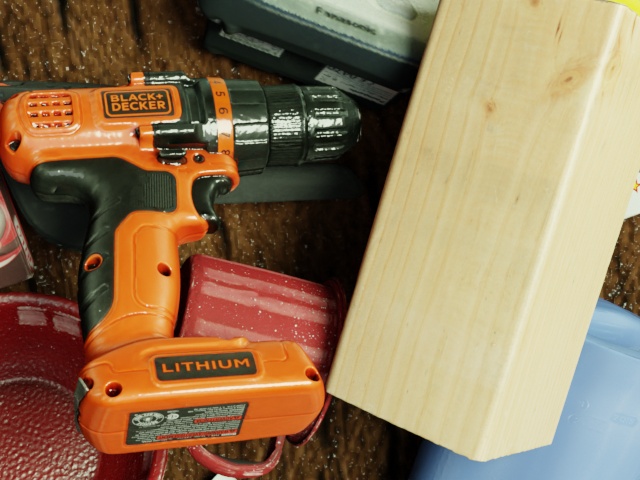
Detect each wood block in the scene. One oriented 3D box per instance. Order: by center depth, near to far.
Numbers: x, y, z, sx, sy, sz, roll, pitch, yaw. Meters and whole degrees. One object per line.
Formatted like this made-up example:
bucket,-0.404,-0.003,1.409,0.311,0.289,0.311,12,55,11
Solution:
wood block,0.087,-0.010,0.513,0.090,0.090,0.206,6,102,-55

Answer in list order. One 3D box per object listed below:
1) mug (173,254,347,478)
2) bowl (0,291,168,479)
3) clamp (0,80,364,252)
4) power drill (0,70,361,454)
mug,-0.042,0.065,0.557,0.081,0.093,0.117,15,64,-15
bowl,-0.164,0.112,0.579,0.162,0.055,0.162,4,69,-10
clamp,-0.089,-0.027,0.590,0.210,0.036,0.164,42,92,-20
power drill,-0.053,0.001,0.505,0.184,0.188,0.057,-5,146,-14
